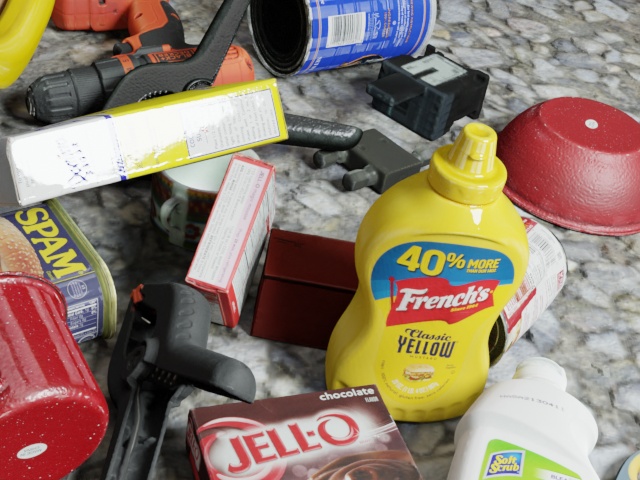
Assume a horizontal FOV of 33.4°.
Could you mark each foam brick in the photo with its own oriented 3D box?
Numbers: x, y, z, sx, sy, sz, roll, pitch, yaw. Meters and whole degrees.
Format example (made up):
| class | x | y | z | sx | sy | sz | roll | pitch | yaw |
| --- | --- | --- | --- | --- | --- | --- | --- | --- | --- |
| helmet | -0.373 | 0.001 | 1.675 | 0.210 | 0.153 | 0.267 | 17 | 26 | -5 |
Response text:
| class | x | y | z | sx | sy | sz | roll | pitch | yaw |
| --- | --- | --- | --- | --- | --- | --- | --- | --- | --- |
| foam brick | -0.001 | 0.033 | 0.684 | 0.078 | 0.051 | 0.053 | 11 | 35 | -3 |

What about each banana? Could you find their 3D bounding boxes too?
| class | x | y | z | sx | sy | sz | roll | pitch | yaw |
| --- | --- | --- | --- | --- | --- | --- | --- | --- | --- |
| banana | -0.231 | -0.165 | 0.811 | 0.037 | 0.070 | 0.197 | 19 | 34 | -8 |

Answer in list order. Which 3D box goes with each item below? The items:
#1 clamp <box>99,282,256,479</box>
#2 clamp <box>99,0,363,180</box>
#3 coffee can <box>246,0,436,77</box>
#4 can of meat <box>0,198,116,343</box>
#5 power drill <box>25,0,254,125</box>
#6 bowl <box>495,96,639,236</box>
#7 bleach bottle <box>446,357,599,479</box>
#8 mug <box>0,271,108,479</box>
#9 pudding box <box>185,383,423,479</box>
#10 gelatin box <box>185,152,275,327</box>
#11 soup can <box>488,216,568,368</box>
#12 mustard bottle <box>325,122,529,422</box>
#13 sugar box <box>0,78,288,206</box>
| class | x | y | z | sx | sy | sz | roll | pitch | yaw |
| --- | --- | --- | --- | --- | --- | --- | --- | --- | --- |
| clamp | -0.079 | 0.068 | 0.571 | 0.039 | 0.120 | 0.171 | 37 | 23 | -30 |
| clamp | -0.080 | -0.096 | 0.805 | 0.209 | 0.036 | 0.164 | -36 | 85 | -19 |
| coffee can | 0.019 | -0.208 | 0.965 | 0.140 | 0.103 | 0.103 | -15 | 44 | -32 |
| can of meat | -0.182 | 0.026 | 0.636 | 0.083 | 0.057 | 0.102 | -17 | 45 | -30 |
| power drill | -0.169 | -0.162 | 0.891 | 0.184 | 0.057 | 0.188 | -11 | 44 | -24 |
| bowl | 0.219 | -0.073 | 0.886 | 0.162 | 0.055 | 0.162 | 8 | 36 | -6 |
| bleach bottle | 0.106 | 0.156 | 0.525 | 0.102 | 0.068 | 0.250 | 15 | 40 | 5 |
| mug | -0.162 | 0.069 | 0.539 | 0.093 | 0.117 | 0.082 | -29 | 54 | -12 |
| pudding box | -0.008 | 0.125 | 0.569 | 0.113 | 0.039 | 0.090 | -3 | 39 | -21 |
| gelatin box | -0.054 | 0.001 | 0.663 | 0.030 | 0.073 | 0.089 | 16 | 70 | 5 |
| soup can | 0.113 | 0.033 | 0.703 | 0.069 | 0.068 | 0.102 | 29 | 39 | 21 |
| mustard bottle | 0.065 | 0.019 | 0.603 | 0.096 | 0.192 | 0.058 | 7 | 37 | -7 |
| sugar box | -0.119 | -0.062 | 0.661 | 0.175 | 0.048 | 0.093 | -15 | 10 | -30 |
